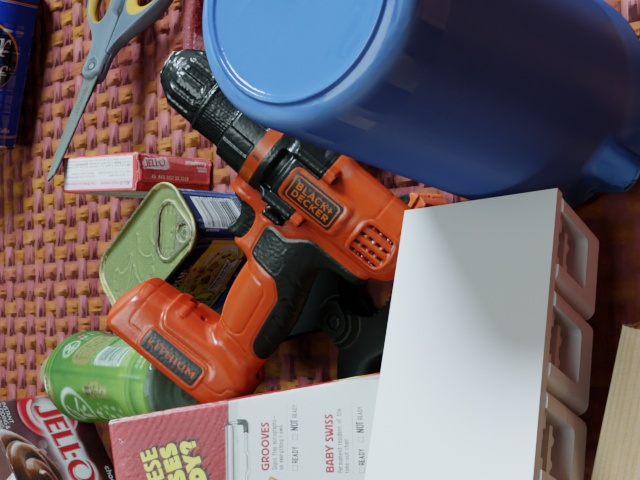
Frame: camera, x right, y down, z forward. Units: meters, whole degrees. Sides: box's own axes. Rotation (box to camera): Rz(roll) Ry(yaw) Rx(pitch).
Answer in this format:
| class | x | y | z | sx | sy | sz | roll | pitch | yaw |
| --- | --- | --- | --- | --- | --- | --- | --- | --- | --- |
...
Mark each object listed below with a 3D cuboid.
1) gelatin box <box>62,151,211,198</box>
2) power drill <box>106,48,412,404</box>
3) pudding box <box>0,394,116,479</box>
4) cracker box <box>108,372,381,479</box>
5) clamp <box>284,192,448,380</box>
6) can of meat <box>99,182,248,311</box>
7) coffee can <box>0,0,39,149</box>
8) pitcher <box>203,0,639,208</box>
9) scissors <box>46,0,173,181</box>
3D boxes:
| class | x | y | z | sx | sy | sz | roll | pitch | yaw |
| --- | --- | --- | --- | --- | --- | --- | --- | --- | --- |
| gelatin box | -0.138 | -0.049 | 0.802 | 0.089 | 0.073 | 0.030 | 0 | 89 | 41 |
| power drill | -0.054 | 0.001 | 0.648 | 0.184 | 0.057 | 0.188 | 40 | 119 | 3 |
| pudding box | -0.218 | 0.179 | 0.856 | 0.039 | 0.089 | 0.113 | -45 | 62 | 33 |
| cracker box | 0.002 | 0.164 | 0.608 | 0.214 | 0.072 | 0.164 | -11 | 80 | 3 |
| clamp | 0.011 | 0.050 | 0.693 | 0.165 | 0.036 | 0.210 | 39 | 115 | 32 |
| can of meat | -0.092 | 0.009 | 0.754 | 0.102 | 0.083 | 0.057 | -49 | 59 | 29 |
| coffee can | -0.307 | -0.159 | 0.934 | 0.103 | 0.102 | 0.140 | 19 | 102 | 40 |
| pitcher | 0.051 | -0.094 | 0.525 | 0.149 | 0.242 | 0.145 | -8 | 80 | 34 |
| scissors | -0.155 | -0.141 | 0.814 | 0.096 | 0.016 | 0.201 | -11 | 60 | 29 |
